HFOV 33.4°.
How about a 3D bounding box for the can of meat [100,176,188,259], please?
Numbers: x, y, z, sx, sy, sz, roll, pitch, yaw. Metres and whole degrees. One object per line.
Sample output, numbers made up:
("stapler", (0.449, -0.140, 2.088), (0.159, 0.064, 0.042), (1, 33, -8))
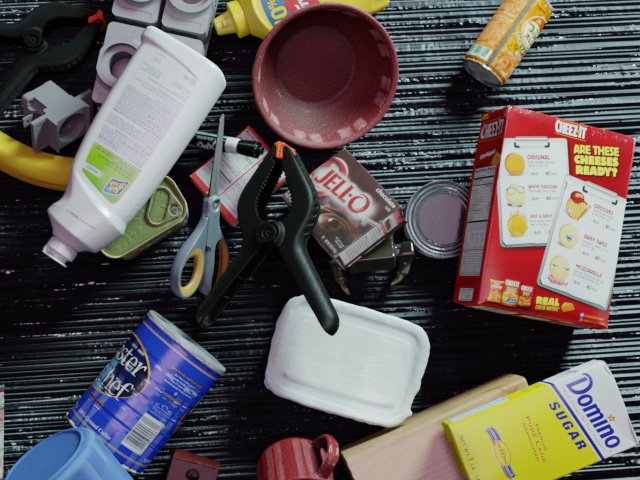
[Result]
("can of meat", (-0.191, -0.022, 1.144), (0.102, 0.084, 0.057), (-32, 88, -5))

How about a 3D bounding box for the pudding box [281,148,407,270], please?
("pudding box", (0.025, -0.035, 1.154), (0.090, 0.039, 0.114), (-38, 56, -4))

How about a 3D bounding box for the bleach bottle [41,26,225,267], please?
("bleach bottle", (-0.203, -0.088, 1.081), (0.102, 0.068, 0.250), (32, 81, 10))

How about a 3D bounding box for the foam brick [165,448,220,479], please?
("foam brick", (-0.142, 0.270, 1.141), (0.053, 0.051, 0.078), (16, 85, -2))

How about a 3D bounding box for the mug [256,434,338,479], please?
("mug", (-0.019, 0.252, 1.117), (0.093, 0.081, 0.117), (26, 109, -18))

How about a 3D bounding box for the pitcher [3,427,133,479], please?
("pitcher", (-0.214, 0.312, 1.046), (0.145, 0.149, 0.242), (-19, 113, 28))

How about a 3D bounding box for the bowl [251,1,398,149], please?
("bowl", (0.001, -0.184, 1.161), (0.162, 0.055, 0.162), (-5, 115, -11))

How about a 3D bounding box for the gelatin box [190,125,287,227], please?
("gelatin box", (-0.087, -0.070, 1.180), (0.089, 0.030, 0.073), (-41, 87, -4))

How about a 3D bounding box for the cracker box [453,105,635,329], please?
("cracker box", (0.241, -0.021, 1.156), (0.164, 0.072, 0.214), (11, 84, -20))

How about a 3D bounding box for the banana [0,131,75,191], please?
("banana", (-0.296, -0.088, 1.170), (0.197, 0.037, 0.069), (8, 58, -5))

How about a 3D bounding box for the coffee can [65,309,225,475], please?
("coffee can", (-0.183, 0.159, 1.122), (0.103, 0.103, 0.140), (39, 85, 0))

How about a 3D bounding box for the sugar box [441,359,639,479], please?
("sugar box", (0.222, 0.195, 1.078), (0.176, 0.048, 0.093), (-22, 88, -3))

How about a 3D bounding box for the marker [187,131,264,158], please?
("marker", (-0.115, -0.107, 1.160), (0.121, 0.020, 0.020), (12, 85, 25))

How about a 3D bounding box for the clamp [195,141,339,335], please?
("clamp", (-0.057, 0.001, 1.129), (0.165, 0.036, 0.210), (-6, 76, 23))

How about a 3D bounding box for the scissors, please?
("scissors", (-0.126, -0.025, 1.122), (0.016, 0.096, 0.202), (15, 119, 30))

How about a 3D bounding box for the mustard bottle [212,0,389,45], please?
("mustard bottle", (-0.027, -0.270, 1.182), (0.191, 0.058, 0.096), (-22, 99, -4))

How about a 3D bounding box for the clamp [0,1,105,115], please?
("clamp", (-0.316, -0.204, 1.173), (0.171, 0.039, 0.120), (-15, 88, -4))

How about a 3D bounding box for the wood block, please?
("wood block", (0.133, 0.226, 1.140), (0.206, 0.090, 0.091), (-24, 88, -5))

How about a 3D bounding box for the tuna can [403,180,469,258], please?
("tuna can", (0.134, -0.022, 1.185), (0.086, 0.034, 0.086), (0, 86, -3))
